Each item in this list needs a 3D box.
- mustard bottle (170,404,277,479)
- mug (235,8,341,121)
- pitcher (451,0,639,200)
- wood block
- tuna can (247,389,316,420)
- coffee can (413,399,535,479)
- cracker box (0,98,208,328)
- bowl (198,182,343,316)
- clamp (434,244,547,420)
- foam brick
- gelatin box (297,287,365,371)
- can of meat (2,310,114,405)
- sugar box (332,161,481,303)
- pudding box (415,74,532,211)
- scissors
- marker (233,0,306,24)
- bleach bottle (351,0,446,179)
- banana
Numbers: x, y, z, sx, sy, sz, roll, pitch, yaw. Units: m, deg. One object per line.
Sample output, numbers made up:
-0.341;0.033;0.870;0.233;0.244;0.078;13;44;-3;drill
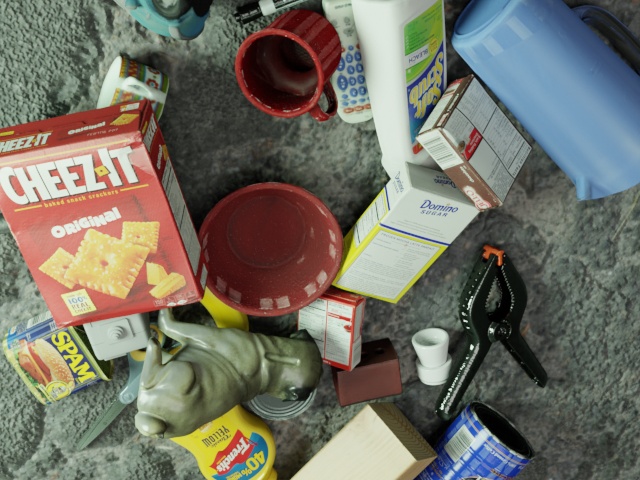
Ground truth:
-0.110;0.245;1.286;0.096;0.058;0.191;-36;116;2;mustard bottle
-0.020;-0.173;1.075;0.093;0.081;0.117;-30;106;34;mug
0.259;-0.174;1.125;0.242;0.149;0.145;41;117;-21;pitcher
0.030;0.299;1.302;0.206;0.091;0.090;-46;158;12;wood block
-0.049;0.170;1.275;0.086;0.034;0.086;-4;116;-8;tuna can
0.183;0.284;1.331;0.102;0.103;0.140;33;105;-22;coffee can
-0.221;-0.021;1.075;0.164;0.072;0.213;-10;126;7;cracker box
-0.058;0.001;1.180;0.162;0.055;0.162;-3;115;-6;bowl
0.198;0.111;1.270;0.164;0.036;0.210;-20;115;-25;clamp
0.053;0.158;1.277;0.078;0.053;0.051;-12;116;-5;foam brick
0.011;0.099;1.236;0.073;0.030;0.089;15;116;24;gelatin box
-0.294;0.127;1.200;0.084;0.057;0.102;-25;116;5;can of meat
0.088;-0.006;1.172;0.093;0.048;0.176;16;132;-25;sugar box
0.162;-0.101;1.108;0.113;0.039;0.090;48;55;-22;pudding box
-0.232;0.163;1.250;0.202;0.016;0.096;-33;114;6;scissors
-0.031;-0.248;1.090;0.121;0.020;0.020;-21;117;0;marker
0.097;-0.154;1.126;0.102;0.068;0.251;-39;133;-33;bleach bottle
-0.136;0.063;1.208;0.069;0.037;0.197;-32;116;5;banana
